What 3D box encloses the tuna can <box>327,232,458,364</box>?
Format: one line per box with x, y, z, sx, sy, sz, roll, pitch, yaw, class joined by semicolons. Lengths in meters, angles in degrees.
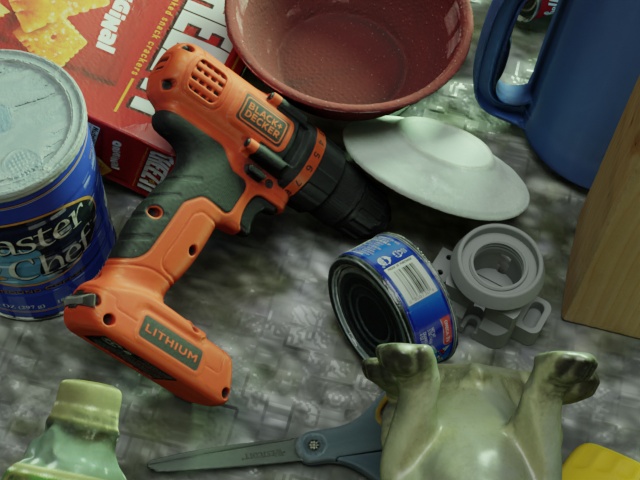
0.041;0.041;0.631;0.033;0.086;0.086;-26;63;-25;tuna can

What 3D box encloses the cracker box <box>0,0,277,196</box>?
-0.156;-0.144;0.715;0.213;0.072;0.164;26;60;-7;cracker box

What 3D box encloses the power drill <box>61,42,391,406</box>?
-0.054;0.001;0.644;0.184;0.057;0.187;34;67;-24;power drill

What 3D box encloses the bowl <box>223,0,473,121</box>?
0.017;-0.134;0.705;0.162;0.055;0.162;2;60;-4;bowl

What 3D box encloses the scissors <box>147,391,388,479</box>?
0.010;0.135;0.616;0.201;0.016;0.096;-19;61;-13;scissors

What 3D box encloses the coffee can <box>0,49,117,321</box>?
-0.181;-0.029;0.636;0.103;0.140;0.103;1;59;-2;coffee can

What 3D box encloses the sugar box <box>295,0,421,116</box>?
0.016;-0.171;0.785;0.176;0.048;0.093;39;65;21;sugar box

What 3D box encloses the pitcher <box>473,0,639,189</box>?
0.199;-0.147;0.661;0.149;0.243;0.145;-36;64;-22;pitcher
